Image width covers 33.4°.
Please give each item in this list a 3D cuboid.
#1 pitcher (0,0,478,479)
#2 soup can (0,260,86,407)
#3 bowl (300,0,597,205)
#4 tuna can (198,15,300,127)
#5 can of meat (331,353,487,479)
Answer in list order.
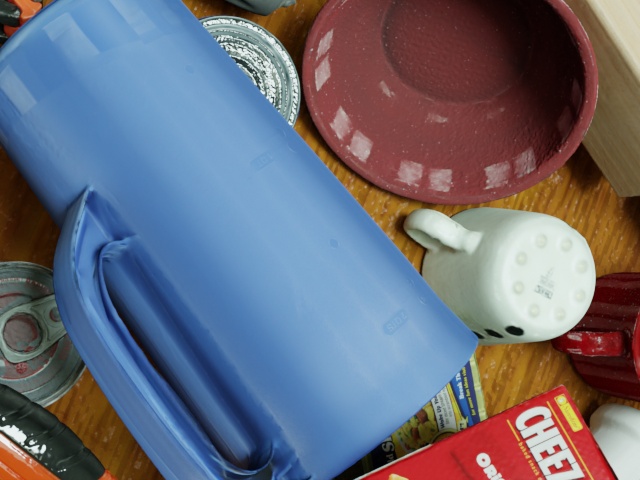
[{"bbox_3d":[-0.053,0.001,0.496,0.145,0.149,0.243,-38,90,-5],"label":"pitcher"},{"bbox_3d":[-0.152,0.044,0.519,0.068,0.102,0.068,0,89,-20],"label":"soup can"},{"bbox_3d":[0.073,-0.099,0.599,0.162,0.162,0.055,36,40,-16],"label":"bowl"},{"bbox_3d":[-0.055,-0.080,0.592,0.086,0.034,0.086,0,89,-20],"label":"tuna can"},{"bbox_3d":[0.046,0.098,0.615,0.083,0.058,0.102,-12,93,-21],"label":"can of meat"}]
